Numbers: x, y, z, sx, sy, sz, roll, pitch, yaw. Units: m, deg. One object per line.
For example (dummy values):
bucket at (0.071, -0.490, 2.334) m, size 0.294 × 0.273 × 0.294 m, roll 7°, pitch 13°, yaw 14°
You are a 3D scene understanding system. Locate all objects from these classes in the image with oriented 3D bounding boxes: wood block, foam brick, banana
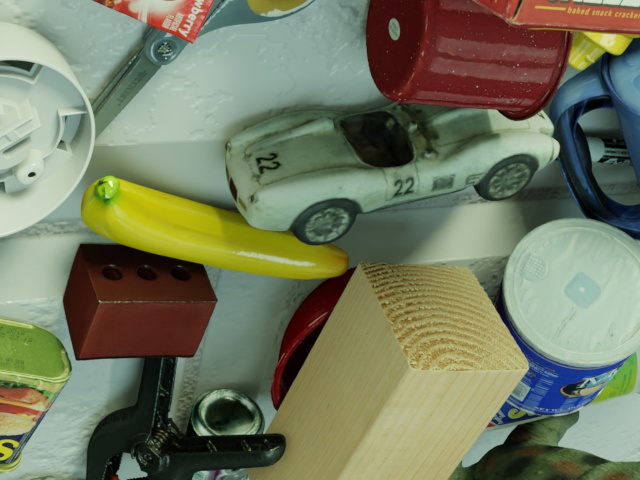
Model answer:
wood block at (0.036, 0.120, 0.703) m, size 0.090 × 0.091 × 0.206 m, roll 4°, pitch 131°, yaw -30°
foam brick at (-0.113, 0.038, 0.658) m, size 0.078 × 0.053 × 0.051 m, roll 1°, pitch 132°, yaw -29°
banana at (-0.069, -0.004, 0.632) m, size 0.197 × 0.070 × 0.037 m, roll 16°, pitch 90°, yaw -45°

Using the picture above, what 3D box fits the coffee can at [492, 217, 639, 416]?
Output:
coffee can at (0.171, 0.058, 0.754) m, size 0.102 × 0.103 × 0.140 m, roll -21°, pitch 158°, yaw -7°

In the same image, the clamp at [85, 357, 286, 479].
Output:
clamp at (-0.116, 0.132, 0.743) m, size 0.172 × 0.120 × 0.039 m, roll -33°, pitch 178°, yaw 28°

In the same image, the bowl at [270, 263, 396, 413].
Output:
bowl at (0.034, 0.068, 0.760) m, size 0.162 × 0.055 × 0.162 m, roll -14°, pitch 137°, yaw -14°

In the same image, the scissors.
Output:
scissors at (-0.063, -0.105, 0.564) m, size 0.096 × 0.016 × 0.202 m, roll 13°, pitch 125°, yaw -31°

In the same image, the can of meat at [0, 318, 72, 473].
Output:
can of meat at (-0.216, 0.092, 0.658) m, size 0.101 × 0.057 × 0.084 m, roll 16°, pitch 120°, yaw -39°

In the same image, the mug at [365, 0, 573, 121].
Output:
mug at (0.077, -0.125, 0.572) m, size 0.081 × 0.093 × 0.117 m, roll 1°, pitch 101°, yaw -21°
